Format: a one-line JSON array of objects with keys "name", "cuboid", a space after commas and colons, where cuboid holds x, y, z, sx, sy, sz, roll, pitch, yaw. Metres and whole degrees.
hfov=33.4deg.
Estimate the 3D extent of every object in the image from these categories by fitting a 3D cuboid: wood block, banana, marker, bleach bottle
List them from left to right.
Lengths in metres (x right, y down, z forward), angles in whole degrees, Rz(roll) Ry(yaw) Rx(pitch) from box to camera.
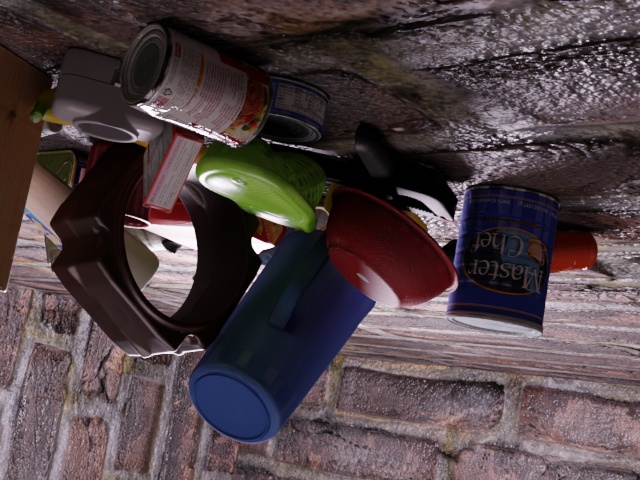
[{"name": "wood block", "cuboid": [-0.322, -0.065, 0.964, 0.090, 0.206, 0.090, 6, 169, 21]}, {"name": "marker", "cuboid": [-0.318, -0.121, 1.181, 0.020, 0.020, 0.121, 18, 167, -36]}, {"name": "bleach bottle", "cuboid": [-0.282, -0.038, 1.117, 0.250, 0.068, 0.103, 46, 167, -33]}, {"name": "banana", "cuboid": [-0.195, -0.110, 1.012, 0.197, 0.070, 0.037, 10, 132, -40]}]

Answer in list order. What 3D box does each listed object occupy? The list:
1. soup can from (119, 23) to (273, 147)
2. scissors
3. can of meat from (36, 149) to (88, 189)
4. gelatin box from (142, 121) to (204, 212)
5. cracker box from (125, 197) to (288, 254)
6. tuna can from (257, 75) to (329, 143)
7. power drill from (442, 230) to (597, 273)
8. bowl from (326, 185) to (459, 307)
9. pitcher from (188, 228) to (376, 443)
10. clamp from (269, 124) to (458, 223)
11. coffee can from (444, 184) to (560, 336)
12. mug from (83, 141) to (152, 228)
[{"name": "soup can", "cuboid": [-0.097, -0.120, 0.835, 0.102, 0.068, 0.069, 19, 167, -39]}, {"name": "scissors", "cuboid": [-0.058, 0.002, 1.276, 0.202, 0.096, 0.016, -1, -160, 5]}, {"name": "can of meat", "cuboid": [-0.302, -0.073, 1.325, 0.102, 0.057, 0.083, 1, 169, 44]}, {"name": "gelatin box", "cuboid": [-0.133, -0.081, 0.961, 0.030, 0.073, 0.089, 14, 128, -21]}, {"name": "cracker box", "cuboid": [-0.137, -0.031, 1.348, 0.164, 0.072, 0.213, 5, 169, 25]}, {"name": "tuna can", "cuboid": [-0.037, -0.112, 0.916, 0.086, 0.034, 0.086, 10, 170, 2]}, {"name": "power drill", "cuboid": [0.213, 0.025, 1.274, 0.184, 0.057, 0.188, -1, 174, -9]}, {"name": "bowl", "cuboid": [0.060, 0.018, 1.084, 0.162, 0.055, 0.162, 36, 164, 12]}, {"name": "pitcher", "cuboid": [-0.039, 0.096, 1.161, 0.145, 0.242, 0.149, -11, 118, 35]}, {"name": "clamp", "cuboid": [0.066, -0.064, 1.068, 0.209, 0.036, 0.165, 20, 167, -27]}, {"name": "coffee can", "cuboid": [0.192, 0.023, 1.124, 0.103, 0.140, 0.103, 10, 170, 2]}, {"name": "mug", "cuboid": [-0.234, -0.067, 1.217, 0.093, 0.081, 0.117, 8, 170, 13]}]
